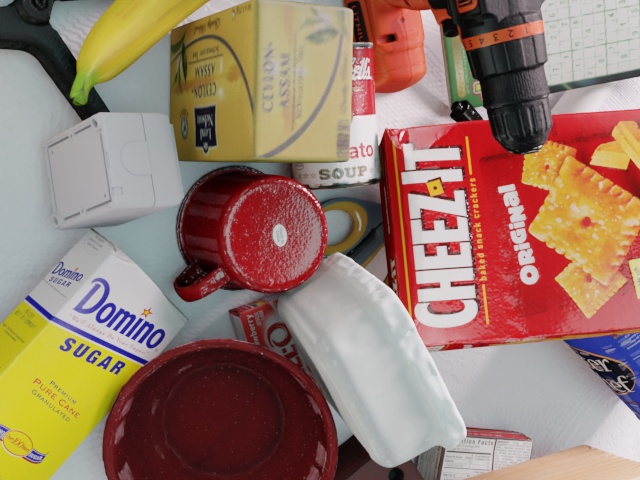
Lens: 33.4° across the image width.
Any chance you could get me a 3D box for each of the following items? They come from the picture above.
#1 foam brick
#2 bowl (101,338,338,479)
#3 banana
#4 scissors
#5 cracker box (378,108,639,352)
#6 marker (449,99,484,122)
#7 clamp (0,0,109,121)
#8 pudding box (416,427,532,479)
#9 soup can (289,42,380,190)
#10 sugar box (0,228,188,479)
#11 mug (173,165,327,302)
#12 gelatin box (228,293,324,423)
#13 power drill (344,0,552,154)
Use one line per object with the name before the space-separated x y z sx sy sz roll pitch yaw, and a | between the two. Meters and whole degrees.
foam brick | 0.031 0.189 0.821 0.078 0.051 0.053 -38 108 -17
bowl | -0.069 0.138 0.754 0.162 0.055 0.162 -1 104 -3
banana | -0.087 -0.159 0.693 0.198 0.070 0.037 -40 137 -1
scissors | 0.058 -0.036 0.836 0.096 0.016 0.201 40 72 -16
cracker box | 0.156 -0.007 0.785 0.213 0.072 0.164 -5 80 -2
marker | 0.146 -0.073 0.863 0.121 0.020 0.020 38 78 -28
clamp | -0.181 -0.163 0.708 0.171 0.039 0.120 34 73 -29
pudding box | 0.120 0.209 0.870 0.089 0.039 0.113 10 88 -25
soup can | 0.008 -0.091 0.781 0.068 0.069 0.102 -7 98 -23
sugar box | -0.177 0.088 0.709 0.176 0.048 0.093 -48 135 -11
mug | -0.055 0.001 0.752 0.117 0.082 0.093 -40 108 -17
gelatin box | -0.021 0.083 0.801 0.073 0.030 0.089 -19 101 -21
power drill | 0.088 -0.148 0.747 0.057 0.188 0.184 -15 98 -24
